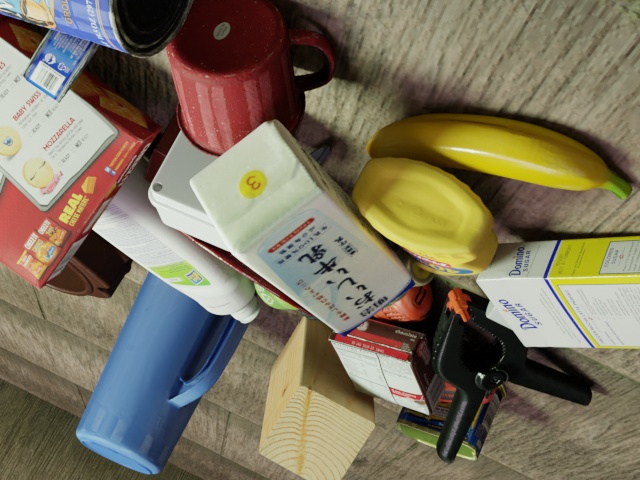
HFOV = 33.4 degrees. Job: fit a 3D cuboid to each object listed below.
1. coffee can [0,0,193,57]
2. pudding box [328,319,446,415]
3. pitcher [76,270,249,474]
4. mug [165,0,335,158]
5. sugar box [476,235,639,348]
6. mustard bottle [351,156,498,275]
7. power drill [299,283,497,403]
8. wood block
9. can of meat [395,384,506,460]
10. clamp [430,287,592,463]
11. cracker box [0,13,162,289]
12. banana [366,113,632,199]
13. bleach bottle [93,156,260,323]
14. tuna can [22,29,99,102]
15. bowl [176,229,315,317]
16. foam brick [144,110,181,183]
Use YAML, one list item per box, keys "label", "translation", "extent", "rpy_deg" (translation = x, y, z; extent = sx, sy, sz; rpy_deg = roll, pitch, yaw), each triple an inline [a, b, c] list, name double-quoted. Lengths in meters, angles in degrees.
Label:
- label: "coffee can"
  translation: [-0.160, -0.183, 0.670]
  extent: [0.140, 0.102, 0.103]
  rpy_deg: [19, 158, 18]
- label: "pudding box"
  translation: [0.066, 0.120, 1.040]
  extent: [0.090, 0.039, 0.113]
  rpy_deg: [15, 149, 28]
- label: "pitcher"
  translation: [-0.176, 0.142, 1.236]
  extent: [0.145, 0.242, 0.149]
  rpy_deg: [23, 159, 4]
- label: "mug"
  translation: [-0.047, -0.117, 0.728]
  extent: [0.117, 0.093, 0.081]
  rpy_deg: [-7, 149, 1]
- label: "sugar box"
  translation: [0.215, 0.040, 0.801]
  extent: [0.177, 0.048, 0.093]
  rpy_deg: [-1, 140, 44]
- label: "mustard bottle"
  translation: [0.085, -0.010, 0.802]
  extent: [0.096, 0.058, 0.191]
  rpy_deg: [24, 177, 14]
- label: "power drill"
  translation: [0.083, 0.098, 1.090]
  extent: [0.187, 0.057, 0.185]
  rpy_deg: [38, 156, -27]
- label: "wood block"
  translation: [-0.002, 0.167, 1.159]
  extent: [0.090, 0.091, 0.206]
  rpy_deg: [29, -164, -7]
- label: "can of meat"
  translation: [0.144, 0.187, 1.189]
  extent: [0.102, 0.084, 0.057]
  rpy_deg: [15, 156, 26]
- label: "clamp"
  translation: [0.153, 0.128, 1.015]
  extent: [0.210, 0.164, 0.036]
  rpy_deg: [53, -168, -37]
- label: "cracker box"
  translation: [-0.267, -0.090, 0.892]
  extent: [0.213, 0.164, 0.072]
  rpy_deg: [37, -163, -3]
- label: "banana"
  translation: [0.109, -0.059, 0.732]
  extent: [0.198, 0.037, 0.069]
  rpy_deg: [14, 155, 29]
- label: "bleach bottle"
  translation: [-0.151, 0.000, 1.039]
  extent: [0.103, 0.068, 0.250]
  rpy_deg: [-5, 140, 43]
- label: "tuna can"
  translation: [-0.187, -0.148, 0.802]
  extent: [0.033, 0.086, 0.086]
  rpy_deg: [34, 158, -14]
- label: "bowl"
  translation: [-0.056, 0.001, 0.927]
  extent: [0.162, 0.055, 0.162]
  rpy_deg: [34, 179, 0]
- label: "foam brick"
  translation: [-0.117, -0.074, 0.938]
  extent: [0.053, 0.051, 0.078]
  rpy_deg: [30, 158, -6]
